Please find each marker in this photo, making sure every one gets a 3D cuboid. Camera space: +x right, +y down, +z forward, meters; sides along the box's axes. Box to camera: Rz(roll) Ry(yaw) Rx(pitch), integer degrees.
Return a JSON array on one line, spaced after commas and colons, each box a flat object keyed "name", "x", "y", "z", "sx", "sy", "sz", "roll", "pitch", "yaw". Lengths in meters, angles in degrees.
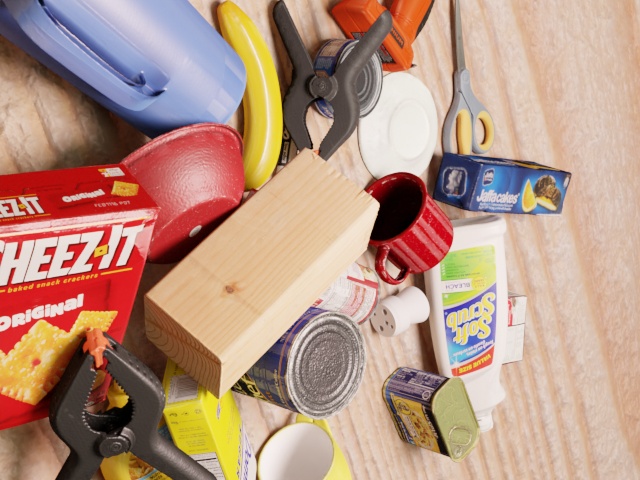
[{"name": "marker", "x": -0.028, "y": -0.120, "z": 1.097, "sx": 0.020, "sy": 0.020, "sz": 0.121, "roll": 9, "pitch": 90, "yaw": -43}]

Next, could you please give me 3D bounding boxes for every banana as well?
[{"name": "banana", "x": -0.068, "y": -0.133, "z": 1.046, "sx": 0.069, "sy": 0.037, "sz": 0.198, "roll": -6, "pitch": 101, "yaw": -42}]

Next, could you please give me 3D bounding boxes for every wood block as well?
[{"name": "wood block", "x": -0.051, "y": 0.026, "z": 0.943, "sx": 0.205, "sy": 0.091, "sz": 0.090, "roll": -44, "pitch": 164, "yaw": -26}]

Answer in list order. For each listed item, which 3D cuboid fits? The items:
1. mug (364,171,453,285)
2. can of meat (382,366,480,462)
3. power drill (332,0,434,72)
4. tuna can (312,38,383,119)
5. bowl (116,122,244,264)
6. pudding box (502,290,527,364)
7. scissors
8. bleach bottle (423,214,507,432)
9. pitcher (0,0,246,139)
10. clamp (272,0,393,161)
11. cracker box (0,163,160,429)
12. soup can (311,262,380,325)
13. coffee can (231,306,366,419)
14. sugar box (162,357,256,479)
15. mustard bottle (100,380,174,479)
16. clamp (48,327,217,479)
[{"name": "mug", "x": 0.092, "y": -0.005, "z": 1.175, "sx": 0.081, "sy": 0.093, "sz": 0.117, "roll": 43, "pitch": 57, "yaw": -43}, {"name": "can of meat", "x": 0.128, "y": 0.200, "z": 1.244, "sx": 0.057, "sy": 0.084, "sz": 0.102, "roll": -40, "pitch": 121, "yaw": -32}, {"name": "power drill", "x": 0.089, "y": -0.292, "z": 1.153, "sx": 0.184, "sy": 0.057, "sz": 0.187, "roll": 48, "pitch": 65, "yaw": -36}, {"name": "tuna can", "x": 0.029, "y": -0.170, "z": 1.125, "sx": 0.085, "sy": 0.034, "sz": 0.086, "roll": -13, "pitch": 108, "yaw": -48}, {"name": "bowl", "x": -0.124, "y": -0.028, "z": 0.933, "sx": 0.162, "sy": 0.055, "sz": 0.162, "roll": -30, "pitch": 159, "yaw": -13}, {"name": "pudding box", "x": 0.210, "y": 0.112, "z": 1.338, "sx": 0.113, "sy": 0.039, "sz": 0.090, "roll": -3, "pitch": 100, "yaw": -40}, {"name": "scissors", "x": 0.182, "y": -0.187, "z": 1.283, "sx": 0.096, "sy": 0.016, "sz": 0.202, "roll": 1, "pitch": 96, "yaw": -44}, {"name": "bleach bottle", "x": 0.181, "y": 0.101, "z": 1.257, "sx": 0.102, "sy": 0.068, "sz": 0.251, "roll": -9, "pitch": 99, "yaw": 2}, {"name": "pitcher", "x": -0.171, "y": -0.171, "z": 0.878, "sx": 0.242, "sy": 0.145, "sz": 0.149, "roll": 39, "pitch": 67, "yaw": -42}, {"name": "clamp", "x": 0.013, "y": -0.158, "z": 1.065, "sx": 0.039, "sy": 0.120, "sz": 0.171, "roll": -18, "pitch": 107, "yaw": -75}, {"name": "cracker box", "x": -0.230, "y": 0.051, "z": 0.839, "sx": 0.163, "sy": 0.072, "sz": 0.214, "roll": -10, "pitch": 133, "yaw": -41}, {"name": "soup can", "x": 0.005, "y": 0.046, "z": 1.119, "sx": 0.102, "sy": 0.069, "sz": 0.068, "roll": 22, "pitch": 81, "yaw": -42}, {"name": "coffee can", "x": -0.040, "y": 0.108, "z": 1.036, "sx": 0.102, "sy": 0.141, "sz": 0.103, "roll": -8, "pitch": 101, "yaw": -42}, {"name": "sugar box", "x": -0.102, "y": 0.185, "z": 1.006, "sx": 0.093, "sy": 0.048, "sz": 0.176, "roll": -87, "pitch": 163, "yaw": -54}, {"name": "mustard bottle", "x": -0.161, "y": 0.203, "z": 0.993, "sx": 0.096, "sy": 0.058, "sz": 0.191, "roll": -32, "pitch": 117, "yaw": -48}, {"name": "clamp", "x": -0.164, "y": 0.163, "z": 0.896, "sx": 0.164, "sy": 0.036, "sz": 0.210, "roll": -6, "pitch": 123, "yaw": -18}]
